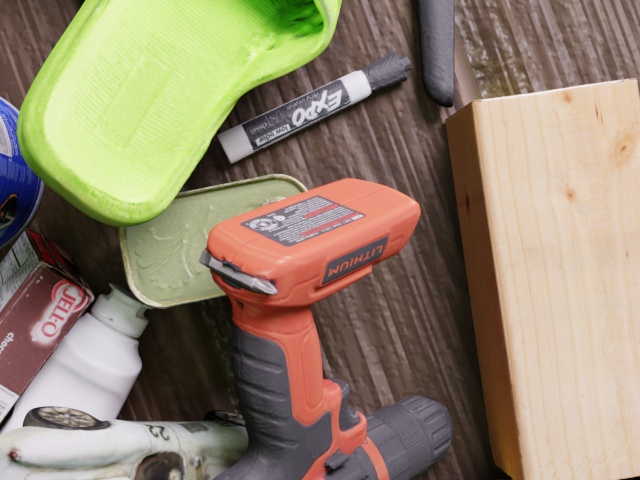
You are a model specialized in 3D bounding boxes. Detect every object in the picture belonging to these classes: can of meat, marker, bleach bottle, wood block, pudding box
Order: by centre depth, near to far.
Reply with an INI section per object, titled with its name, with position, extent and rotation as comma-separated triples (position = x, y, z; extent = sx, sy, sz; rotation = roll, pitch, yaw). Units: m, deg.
[bleach bottle]
position = -0.165, 0.139, 0.573
extent = 0.068, 0.103, 0.251
rotation = 31, 88, -12
[pudding box]
position = -0.174, 0.054, 0.577
extent = 0.039, 0.090, 0.113
rotation = 39, 87, -22
[can of meat]
position = -0.054, 0.001, 0.589
extent = 0.102, 0.084, 0.057
rotation = -12, 90, -3
[wood block]
position = 0.133, 0.024, 0.595
extent = 0.090, 0.091, 0.206
rotation = -8, 90, -3
[marker]
position = -0.002, -0.079, 0.624
extent = 0.121, 0.020, 0.020
rotation = -26, 91, -3

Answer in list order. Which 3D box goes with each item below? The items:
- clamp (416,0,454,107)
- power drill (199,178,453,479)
[clamp]
position = 0.086, -0.205, 0.620
extent = 0.164, 0.036, 0.210
rotation = -31, 89, 0
[power drill]
position = 0.008, 0.068, 0.542
extent = 0.184, 0.057, 0.188
rotation = -22, 122, -41
